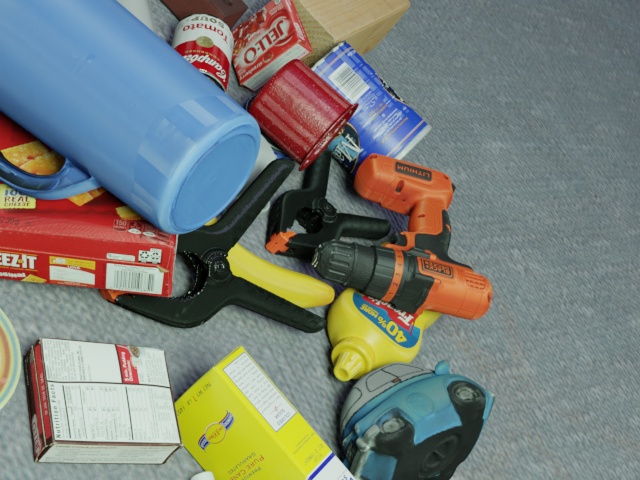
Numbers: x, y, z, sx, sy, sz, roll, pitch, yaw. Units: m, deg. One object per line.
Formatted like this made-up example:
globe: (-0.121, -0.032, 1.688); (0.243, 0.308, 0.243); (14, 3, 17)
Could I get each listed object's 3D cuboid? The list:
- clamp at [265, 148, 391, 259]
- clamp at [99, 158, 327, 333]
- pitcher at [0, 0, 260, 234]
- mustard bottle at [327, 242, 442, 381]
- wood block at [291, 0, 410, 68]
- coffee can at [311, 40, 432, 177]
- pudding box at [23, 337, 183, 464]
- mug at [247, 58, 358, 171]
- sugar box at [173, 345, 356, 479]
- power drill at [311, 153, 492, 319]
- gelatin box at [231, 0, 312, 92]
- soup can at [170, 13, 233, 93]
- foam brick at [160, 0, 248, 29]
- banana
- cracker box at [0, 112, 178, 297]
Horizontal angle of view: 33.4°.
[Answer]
clamp: (0.007, -0.021, 1.122); (0.120, 0.039, 0.171); (40, 42, 1)
clamp: (-0.094, 0.013, 0.949); (0.209, 0.036, 0.164); (-6, 89, -29)
pitcher: (-0.173, -0.106, 0.818); (0.243, 0.149, 0.144); (38, 37, 18)
mustard bottle: (0.059, 0.080, 1.062); (0.096, 0.058, 0.191); (42, 38, 1)
wood block: (0.014, -0.271, 1.312); (0.091, 0.090, 0.205); (48, 38, 4)
coffee can: (0.041, -0.140, 1.208); (0.140, 0.103, 0.102); (45, 38, 0)
pudding box: (-0.169, 0.125, 0.826); (0.113, 0.039, 0.090); (9, 52, -35)
mug: (-0.020, -0.133, 1.109); (0.081, 0.093, 0.117); (42, 7, 2)
sugar box: (-0.040, 0.179, 0.851); (0.176, 0.093, 0.048); (50, 40, 6)
power drill: (0.076, -0.007, 1.080); (0.184, 0.057, 0.187); (17, 40, -16)
gelatin box: (-0.059, -0.221, 1.197); (0.030, 0.089, 0.073); (24, 40, -52)
soup can: (-0.127, -0.182, 1.117); (0.068, 0.069, 0.102); (27, 41, -23)
foam brick: (-0.132, -0.269, 1.204); (0.078, 0.051, 0.052); (47, 37, 2)
banana: (-0.073, 0.011, 0.998); (0.197, 0.070, 0.037); (45, 10, -20)
cracker box: (-0.195, -0.062, 0.898); (0.164, 0.072, 0.213); (7, 49, -7)
